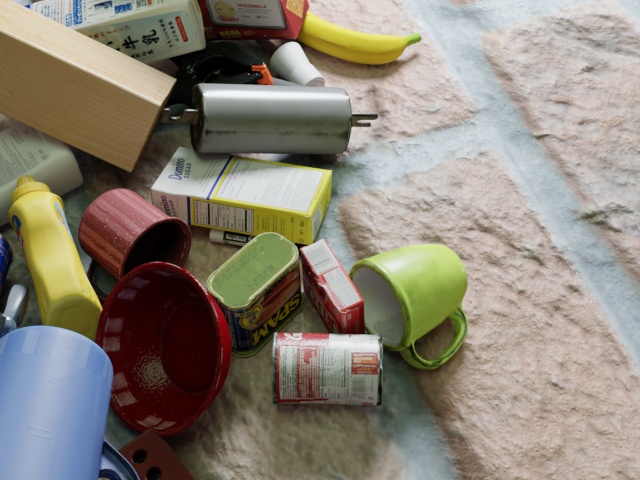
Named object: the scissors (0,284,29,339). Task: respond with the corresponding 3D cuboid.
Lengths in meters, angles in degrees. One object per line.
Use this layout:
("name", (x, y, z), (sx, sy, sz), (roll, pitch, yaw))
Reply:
("scissors", (-0.286, 0.062, 0.978), (0.016, 0.202, 0.096), (9, 62, -8))

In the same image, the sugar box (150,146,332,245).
("sugar box", (-0.083, -0.049, 1.144), (0.176, 0.048, 0.093), (8, 36, 12))

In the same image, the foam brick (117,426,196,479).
("foam brick", (-0.145, 0.218, 0.946), (0.053, 0.051, 0.078), (-35, 59, -22))

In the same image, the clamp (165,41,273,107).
("clamp", (-0.156, -0.183, 1.235), (0.210, 0.036, 0.164), (11, 63, 28))

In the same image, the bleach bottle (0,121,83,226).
("bleach bottle", (-0.390, -0.046, 1.155), (0.250, 0.068, 0.103), (-30, 57, -17))

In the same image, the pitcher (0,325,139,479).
("pitcher", (-0.231, 0.196, 0.869), (0.145, 0.149, 0.242), (-16, 43, 19))

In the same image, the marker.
("marker", (-0.057, 0.001, 1.130), (0.121, 0.020, 0.020), (10, 53, 10))

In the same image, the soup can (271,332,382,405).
("soup can", (0.007, 0.121, 1.004), (0.102, 0.068, 0.068), (1, 52, 2))

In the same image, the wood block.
("wood block", (-0.273, -0.168, 1.153), (0.206, 0.091, 0.090), (25, 27, -7))

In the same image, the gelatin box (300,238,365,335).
("gelatin box", (0.012, 0.055, 1.052), (0.030, 0.073, 0.089), (-23, 56, -14))

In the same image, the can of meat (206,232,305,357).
("can of meat", (-0.063, 0.052, 1.051), (0.057, 0.084, 0.102), (34, 61, 25))

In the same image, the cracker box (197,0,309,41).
("cracker box", (-0.123, -0.333, 1.249), (0.164, 0.213, 0.072), (3, 54, 23))

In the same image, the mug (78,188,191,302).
("mug", (-0.200, 0.009, 1.096), (0.082, 0.093, 0.117), (34, 97, 30))

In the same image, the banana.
("banana", (0.021, -0.254, 1.317), (0.198, 0.037, 0.069), (19, 37, 15))

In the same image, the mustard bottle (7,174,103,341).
("mustard bottle", (-0.273, 0.009, 1.076), (0.058, 0.096, 0.192), (-20, 59, -11))

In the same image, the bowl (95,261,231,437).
("bowl", (-0.137, 0.102, 1.002), (0.162, 0.162, 0.055), (44, 22, 30))
